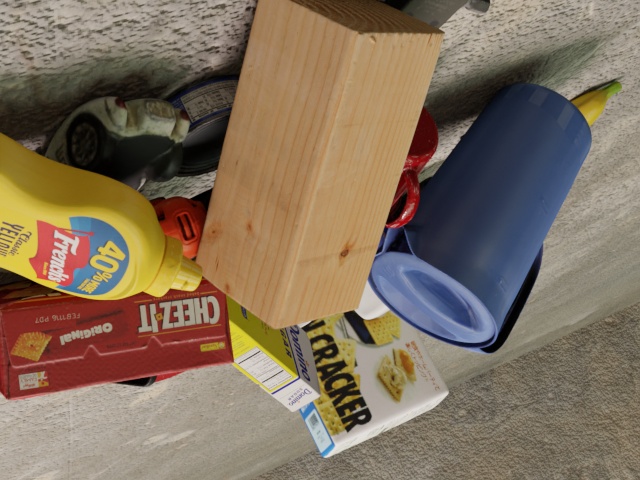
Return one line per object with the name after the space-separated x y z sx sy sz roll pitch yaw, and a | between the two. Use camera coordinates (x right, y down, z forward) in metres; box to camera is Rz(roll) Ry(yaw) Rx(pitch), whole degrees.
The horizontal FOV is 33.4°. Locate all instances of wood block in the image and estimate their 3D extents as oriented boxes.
-0.004 -0.056 0.715 0.090 0.090 0.206 -10 125 -46 | wood block

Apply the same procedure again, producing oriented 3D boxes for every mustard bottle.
-0.163 -0.007 0.678 0.191 0.058 0.096 22 134 -24 | mustard bottle

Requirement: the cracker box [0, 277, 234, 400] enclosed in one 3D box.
-0.179 0.065 0.836 0.164 0.072 0.214 -8 -177 -22 | cracker box

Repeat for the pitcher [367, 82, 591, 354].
0.161 -0.022 1.001 0.242 0.145 0.149 -55 171 -24 | pitcher

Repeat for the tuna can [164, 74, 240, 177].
-0.081 -0.083 0.778 0.086 0.034 0.086 -25 164 -8 | tuna can

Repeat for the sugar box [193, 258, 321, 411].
-0.069 0.095 1.099 0.048 0.093 0.176 -34 131 18 | sugar box

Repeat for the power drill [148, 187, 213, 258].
-0.086 -0.025 0.854 0.187 0.057 0.185 -25 -170 -29 | power drill
